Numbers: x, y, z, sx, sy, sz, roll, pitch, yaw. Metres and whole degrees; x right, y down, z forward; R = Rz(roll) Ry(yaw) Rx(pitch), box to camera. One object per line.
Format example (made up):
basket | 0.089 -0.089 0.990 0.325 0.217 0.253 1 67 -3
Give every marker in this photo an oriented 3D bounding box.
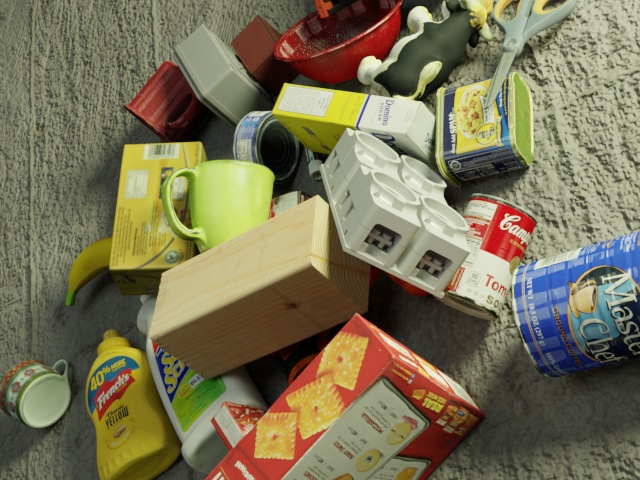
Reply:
marker | -0.013 -0.122 1.242 0.020 0.020 0.121 -29 52 23

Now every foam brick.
foam brick | -0.066 -0.229 1.318 0.051 0.053 0.078 -42 48 12

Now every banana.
banana | -0.248 0.028 1.301 0.198 0.037 0.069 -17 88 39

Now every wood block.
wood block | -0.060 0.051 1.055 0.206 0.090 0.090 -25 40 30

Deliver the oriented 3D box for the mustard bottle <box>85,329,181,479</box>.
mustard bottle | -0.222 0.180 1.216 0.096 0.058 0.192 -36 49 16

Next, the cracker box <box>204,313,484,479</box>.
cracker box | 0.020 0.186 0.951 0.214 0.164 0.072 -48 45 7

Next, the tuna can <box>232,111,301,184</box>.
tuna can | -0.060 -0.106 1.225 0.034 0.086 0.086 3 69 37

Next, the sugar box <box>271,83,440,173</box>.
sugar box | 0.044 -0.119 1.133 0.176 0.093 0.048 16 76 36

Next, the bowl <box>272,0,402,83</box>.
bowl | 0.029 -0.226 1.215 0.162 0.055 0.162 -22 28 12

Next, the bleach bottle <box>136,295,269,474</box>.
bleach bottle | -0.149 0.136 1.181 0.102 0.068 0.251 -44 45 3

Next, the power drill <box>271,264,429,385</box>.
power drill | 0.033 0.079 1.071 0.188 0.057 0.185 -45 47 10

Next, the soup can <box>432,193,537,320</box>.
soup can | 0.154 0.016 1.004 0.069 0.068 0.102 16 78 42

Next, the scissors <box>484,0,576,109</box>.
scissors | 0.211 -0.202 1.070 0.096 0.016 0.201 -13 39 21

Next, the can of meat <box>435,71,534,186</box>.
can of meat | 0.166 -0.113 1.072 0.084 0.057 0.102 -12 61 30

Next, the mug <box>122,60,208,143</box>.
mug | -0.185 -0.171 1.352 0.081 0.093 0.117 -52 29 -3

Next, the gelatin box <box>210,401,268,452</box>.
gelatin box | -0.055 0.198 1.054 0.030 0.089 0.073 -54 46 15

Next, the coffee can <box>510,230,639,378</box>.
coffee can | 0.245 0.051 0.890 0.141 0.102 0.103 -19 56 30
